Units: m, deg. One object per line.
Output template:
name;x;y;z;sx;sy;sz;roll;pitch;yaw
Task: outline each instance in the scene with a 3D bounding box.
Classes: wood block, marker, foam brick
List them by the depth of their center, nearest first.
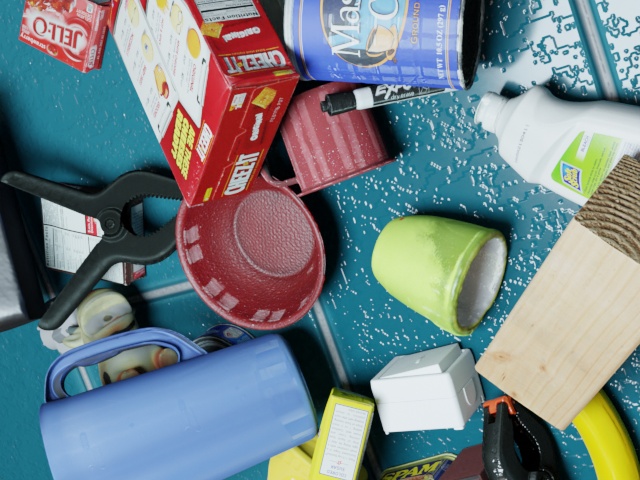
wood block;0.209;0.046;0.822;0.090;0.090;0.206;36;142;12
marker;0.058;-0.123;0.884;0.121;0.020;0.020;-13;105;-12
foam brick;0.147;0.223;0.970;0.051;0.078;0.053;-24;93;34

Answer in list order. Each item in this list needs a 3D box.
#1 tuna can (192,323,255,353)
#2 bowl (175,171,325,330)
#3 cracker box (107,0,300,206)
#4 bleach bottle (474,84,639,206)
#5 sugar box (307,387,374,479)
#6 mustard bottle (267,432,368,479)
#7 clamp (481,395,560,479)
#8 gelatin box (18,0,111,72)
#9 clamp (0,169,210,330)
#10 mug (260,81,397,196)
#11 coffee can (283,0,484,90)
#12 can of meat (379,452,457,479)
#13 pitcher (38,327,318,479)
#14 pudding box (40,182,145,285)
tuna can;-0.098;0.131;1.098;0.086;0.033;0.086;10;112;26
bowl;-0.057;0.001;1.015;0.162;0.055;0.162;10;112;25
cracker box;-0.106;-0.164;0.904;0.214;0.072;0.164;63;151;22
bleach bottle;0.239;-0.065;0.825;0.251;0.068;0.103;26;120;21
sugar box;0.009;0.228;0.983;0.048;0.093;0.176;16;87;3
mustard bottle;-0.028;0.288;1.101;0.096;0.058;0.192;29;119;10
clamp;0.195;0.220;0.944;0.039;0.120;0.171;-23;75;43
gelatin box;-0.254;-0.218;1.062;0.089;0.030;0.073;29;119;18
clamp;-0.211;-0.023;1.057;0.210;0.036;0.164;-23;86;5
mug;-0.001;-0.088;0.929;0.117;0.093;0.081;-20;92;9
coffee can;0.053;-0.175;0.851;0.140;0.102;0.103;6;111;16
can of meat;0.087;0.252;1.010;0.102;0.083;0.057;-23;96;33
pitcher;-0.134;0.166;1.003;0.242;0.145;0.149;-20;122;-8
pudding box;-0.241;-0.007;1.126;0.114;0.039;0.090;11;112;27
